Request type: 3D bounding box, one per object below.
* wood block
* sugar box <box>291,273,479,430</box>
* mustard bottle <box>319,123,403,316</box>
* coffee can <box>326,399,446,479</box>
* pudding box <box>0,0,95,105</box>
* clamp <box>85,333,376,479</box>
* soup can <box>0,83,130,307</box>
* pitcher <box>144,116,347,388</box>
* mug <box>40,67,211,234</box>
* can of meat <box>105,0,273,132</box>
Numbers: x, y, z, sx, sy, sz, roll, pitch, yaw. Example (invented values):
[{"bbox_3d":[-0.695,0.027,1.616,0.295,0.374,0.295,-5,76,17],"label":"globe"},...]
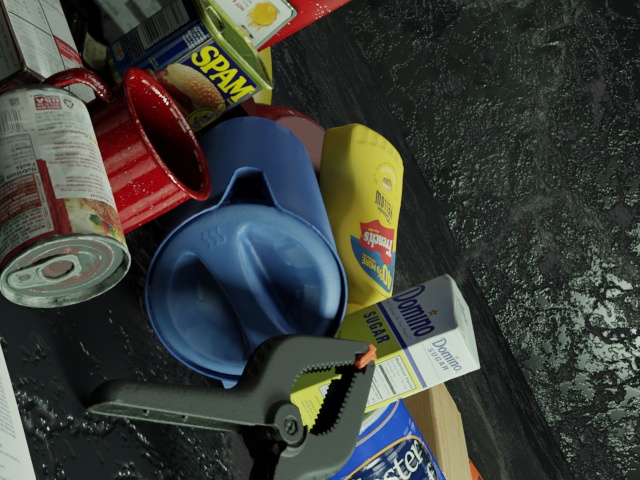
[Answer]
[{"bbox_3d":[0.085,0.207,1.011,0.090,0.091,0.206,60,12,-19],"label":"wood block"},{"bbox_3d":[0.029,0.091,0.808,0.048,0.176,0.093,59,13,-20],"label":"sugar box"},{"bbox_3d":[0.030,0.003,0.906,0.096,0.058,0.191,43,47,-50],"label":"mustard bottle"},{"bbox_3d":[0.042,0.189,0.838,0.140,0.103,0.102,61,12,-13],"label":"coffee can"},{"bbox_3d":[-0.192,-0.131,0.678,0.113,0.039,0.090,66,13,19],"label":"pudding box"},{"bbox_3d":[-0.037,0.109,0.643,0.164,0.036,0.209,58,44,-12],"label":"clamp"},{"bbox_3d":[-0.147,-0.024,0.573,0.068,0.068,0.102,42,24,-60],"label":"soup can"},{"bbox_3d":[-0.055,0.001,0.807,0.145,0.149,0.243,43,15,-18],"label":"pitcher"},{"bbox_3d":[-0.133,-0.055,0.660,0.117,0.081,0.093,51,17,-39],"label":"mug"},{"bbox_3d":[-0.097,-0.129,0.788,0.102,0.084,0.057,41,22,-57],"label":"can of meat"}]
